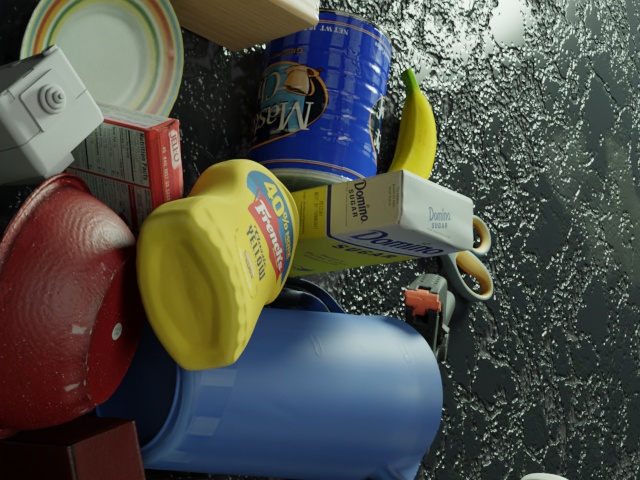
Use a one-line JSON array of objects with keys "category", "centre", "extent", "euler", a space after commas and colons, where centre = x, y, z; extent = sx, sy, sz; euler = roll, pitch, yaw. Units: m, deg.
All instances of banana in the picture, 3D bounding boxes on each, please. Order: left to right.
[{"category": "banana", "centre": [0.071, -0.069, 0.970], "extent": [0.069, 0.037, 0.197], "euler": [40, 46, -24]}]

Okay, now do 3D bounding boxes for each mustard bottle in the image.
[{"category": "mustard bottle", "centre": [-0.054, 0.001, 0.678], "extent": [0.191, 0.058, 0.096], "euler": [-56, 133, -67]}]

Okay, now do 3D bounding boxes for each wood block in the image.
[{"category": "wood block", "centre": [-0.099, -0.218, 0.753], "extent": [0.205, 0.091, 0.090], "euler": [18, 70, -47]}]

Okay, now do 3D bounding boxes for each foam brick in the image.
[{"category": "foam brick", "centre": [-0.152, 0.139, 0.648], "extent": [0.051, 0.078, 0.053], "euler": [-16, 99, -50]}]

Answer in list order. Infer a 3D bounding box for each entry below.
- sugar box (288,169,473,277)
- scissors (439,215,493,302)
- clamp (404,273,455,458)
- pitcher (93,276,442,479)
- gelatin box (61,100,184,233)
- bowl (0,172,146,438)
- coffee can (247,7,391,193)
[{"category": "sugar box", "centre": [0.014, -0.008, 0.790], "extent": [0.093, 0.177, 0.048], "euler": [17, 71, -48]}, {"category": "scissors", "centre": [0.114, -0.018, 1.038], "extent": [0.201, 0.016, 0.096], "euler": [47, 47, -31]}, {"category": "clamp", "centre": [0.089, 0.097, 0.913], "extent": [0.210, 0.036, 0.164], "euler": [65, 34, -70]}, {"category": "pitcher", "centre": [-0.039, 0.099, 0.763], "extent": [0.242, 0.149, 0.145], "euler": [13, 90, -45]}, {"category": "gelatin box", "centre": [-0.127, -0.047, 0.681], "extent": [0.030, 0.089, 0.073], "euler": [-30, 127, -47]}, {"category": "bowl", "centre": [-0.143, 0.044, 0.626], "extent": [0.162, 0.055, 0.162], "euler": [15, 89, -81]}, {"category": "coffee can", "centre": [-0.001, -0.096, 0.842], "extent": [0.102, 0.103, 0.140], "euler": [26, 65, -45]}]
